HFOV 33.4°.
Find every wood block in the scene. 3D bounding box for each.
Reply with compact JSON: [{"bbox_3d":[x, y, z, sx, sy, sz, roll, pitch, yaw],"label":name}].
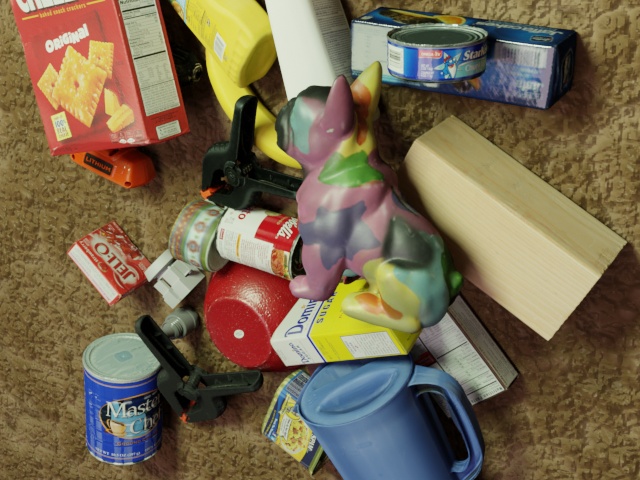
[{"bbox_3d":[0.170,-0.015,1.012,0.206,0.090,0.091,38,128,13],"label":"wood block"}]

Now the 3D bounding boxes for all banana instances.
[{"bbox_3d":[-0.056,-0.133,1.140,0.198,0.037,0.070,37,101,9],"label":"banana"}]

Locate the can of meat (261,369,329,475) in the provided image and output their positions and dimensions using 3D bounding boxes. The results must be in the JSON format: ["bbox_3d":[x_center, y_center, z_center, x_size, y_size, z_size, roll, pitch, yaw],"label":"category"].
[{"bbox_3d":[-0.016,0.215,1.270,0.084,0.057,0.102,35,127,17],"label":"can of meat"}]

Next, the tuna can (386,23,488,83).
[{"bbox_3d":[0.099,-0.160,0.909,0.086,0.086,0.034,12,116,28],"label":"tuna can"}]

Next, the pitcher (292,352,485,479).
[{"bbox_3d":[0.092,0.234,1.145,0.242,0.145,0.149,61,164,-25],"label":"pitcher"}]

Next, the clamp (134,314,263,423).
[{"bbox_3d":[-0.164,0.168,1.309,0.164,0.036,0.210,31,148,-1],"label":"clamp"}]

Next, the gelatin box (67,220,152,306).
[{"bbox_3d":[-0.257,0.027,1.324,0.089,0.073,0.030,50,130,3],"label":"gelatin box"}]

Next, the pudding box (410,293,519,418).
[{"bbox_3d":[0.141,0.123,1.133,0.090,0.039,0.113,-36,93,40],"label":"pudding box"}]

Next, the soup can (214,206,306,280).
[{"bbox_3d":[-0.058,0.001,1.184,0.102,0.068,0.068,17,121,26],"label":"soup can"}]

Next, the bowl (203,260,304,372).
[{"bbox_3d":[-0.082,0.096,1.255,0.162,0.055,0.162,15,121,27],"label":"bowl"}]

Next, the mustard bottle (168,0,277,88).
[{"bbox_3d":[-0.119,-0.253,1.093,0.192,0.058,0.096,51,158,11],"label":"mustard bottle"}]

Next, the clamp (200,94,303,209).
[{"bbox_3d":[-0.075,-0.070,1.135,0.120,0.039,0.172,57,149,6],"label":"clamp"}]

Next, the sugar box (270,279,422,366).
[{"bbox_3d":[0.035,0.083,1.132,0.177,0.093,0.048,-10,121,42],"label":"sugar box"}]

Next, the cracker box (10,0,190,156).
[{"bbox_3d":[-0.240,-0.202,1.128,0.164,0.071,0.214,-1,108,39],"label":"cracker box"}]

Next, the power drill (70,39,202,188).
[{"bbox_3d":[-0.218,-0.158,1.218,0.185,0.057,0.188,27,122,25],"label":"power drill"}]

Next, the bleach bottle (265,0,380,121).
[{"bbox_3d":[-0.014,-0.227,1.034,0.068,0.102,0.251,-11,100,26],"label":"bleach bottle"}]

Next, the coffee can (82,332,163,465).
[{"bbox_3d":[-0.256,0.207,1.394,0.103,0.102,0.140,20,122,24],"label":"coffee can"}]
